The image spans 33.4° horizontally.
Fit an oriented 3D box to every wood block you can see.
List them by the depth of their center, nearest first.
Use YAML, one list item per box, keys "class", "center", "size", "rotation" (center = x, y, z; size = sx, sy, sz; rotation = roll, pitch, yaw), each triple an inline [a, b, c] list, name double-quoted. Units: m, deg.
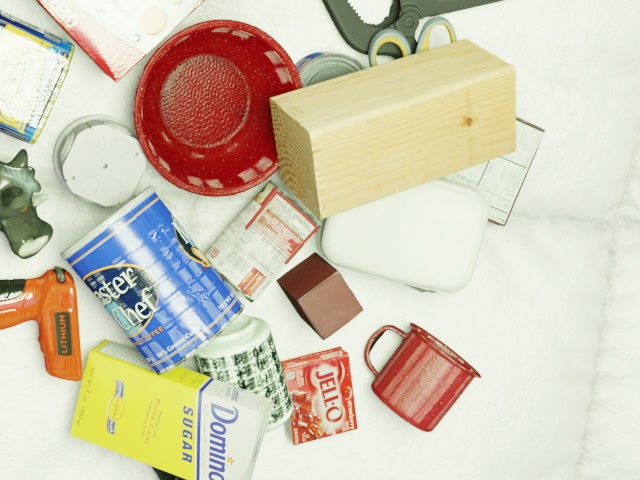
- class: "wood block"
  center: [0.068, -0.105, 0.977]
  size: [0.205, 0.090, 0.091]
  rotation: [-19, 125, -18]

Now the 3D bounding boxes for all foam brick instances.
- class: "foam brick"
  center: [-0.001, 0.054, 1.058]
  size: [0.051, 0.078, 0.053]
  rotation: [-35, 112, -7]

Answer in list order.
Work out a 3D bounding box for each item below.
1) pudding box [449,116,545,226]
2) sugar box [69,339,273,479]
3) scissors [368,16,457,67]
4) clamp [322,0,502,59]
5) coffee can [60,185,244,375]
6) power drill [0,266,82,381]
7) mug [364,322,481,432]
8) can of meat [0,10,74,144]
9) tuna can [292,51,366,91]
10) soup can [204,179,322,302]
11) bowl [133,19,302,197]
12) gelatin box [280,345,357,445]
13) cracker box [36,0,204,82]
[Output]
- class: "pudding box"
  center: [0.170, -0.081, 1.107]
  size: [0.090, 0.039, 0.113]
  rotation: [20, 98, -24]
- class: "sugar box"
  center: [-0.141, 0.168, 1.007]
  size: [0.176, 0.048, 0.093]
  rotation: [18, 106, 11]
- class: "scissors"
  center: [0.081, -0.124, 1.053]
  size: [0.096, 0.016, 0.202]
  rotation: [7, 115, -14]
- class: "clamp"
  center: [0.082, -0.205, 1.044]
  size: [0.209, 0.036, 0.165]
  rotation: [15, 103, -21]
- class: "coffee can"
  center: [-0.151, 0.036, 0.968]
  size: [0.102, 0.103, 0.140]
  rotation: [-38, 98, -7]
- class: "power drill"
  center: [-0.314, 0.099, 0.968]
  size: [0.187, 0.057, 0.184]
  rotation: [-4, 105, -19]
- class: "mug"
  center: [0.098, 0.138, 1.117]
  size: [0.117, 0.093, 0.081]
  rotation: [37, 94, 7]
- class: "can of meat"
  center: [-0.270, -0.143, 0.923]
  size: [0.083, 0.057, 0.102]
  rotation: [23, 95, -25]
- class: "tuna can"
  center: [0.007, -0.140, 1.035]
  size: [0.086, 0.034, 0.086]
  rotation: [-5, 105, -19]
- class: "soup can"
  center: [-0.057, 0.001, 1.030]
  size: [0.068, 0.069, 0.102]
  rotation: [42, 88, -24]
- class: "bowl"
  center: [-0.099, -0.124, 0.986]
  size: [0.161, 0.055, 0.162]
  rotation: [-7, 108, -21]
- class: "gelatin box"
  center: [-0.003, 0.161, 1.111]
  size: [0.073, 0.030, 0.089]
  rotation: [-11, 107, -17]
- class: "cracker box"
  center: [-0.159, -0.270, 0.922]
  size: [0.213, 0.072, 0.164]
  rotation: [-44, 113, -4]
